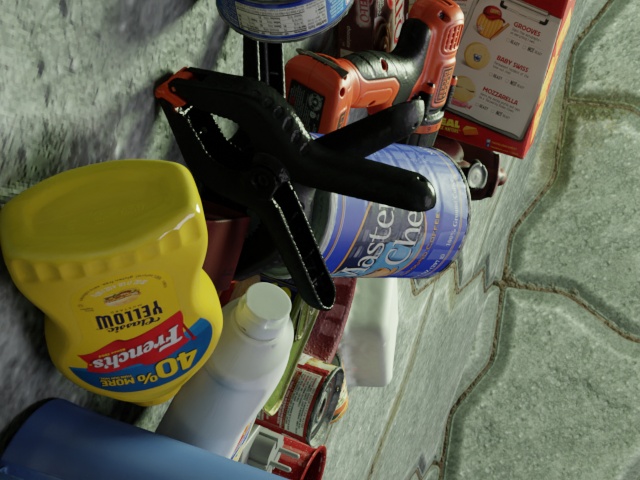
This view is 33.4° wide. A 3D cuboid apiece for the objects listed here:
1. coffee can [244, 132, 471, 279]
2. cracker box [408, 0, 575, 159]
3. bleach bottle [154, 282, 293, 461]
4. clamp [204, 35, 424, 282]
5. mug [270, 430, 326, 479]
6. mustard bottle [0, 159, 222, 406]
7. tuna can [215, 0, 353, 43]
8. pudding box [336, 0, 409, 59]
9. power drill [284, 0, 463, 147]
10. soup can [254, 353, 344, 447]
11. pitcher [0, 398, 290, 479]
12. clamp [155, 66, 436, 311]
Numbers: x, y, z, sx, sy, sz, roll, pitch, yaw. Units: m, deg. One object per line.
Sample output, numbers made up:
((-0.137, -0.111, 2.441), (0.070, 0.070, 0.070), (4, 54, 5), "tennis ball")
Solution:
((0.024, -0.023, 0.769), (0.140, 0.103, 0.103), (2, 109, -41), "coffee can")
((0.152, -0.206, 1.037), (0.072, 0.164, 0.214), (-47, 152, -59), "cracker box")
((-0.075, 0.122, 0.693), (0.102, 0.068, 0.251), (-56, 175, -48), "bleach bottle")
((-0.022, -0.048, 0.687), (0.036, 0.165, 0.210), (-6, 127, -44), "clamp")
((-0.052, 0.232, 1.000), (0.093, 0.081, 0.117), (-21, 128, -71), "mug")
((-0.103, 0.038, 0.576), (0.192, 0.096, 0.058), (88, -17, -55), "mustard bottle")
((-0.022, -0.159, 0.628), (0.034, 0.086, 0.086), (81, 31, -56), "tuna can")
((0.047, -0.194, 0.917), (0.113, 0.039, 0.090), (92, 22, -48), "pudding box")
((0.039, -0.101, 0.878), (0.187, 0.057, 0.184), (-27, 137, -46), "power drill")
((-0.040, 0.117, 0.863), (0.068, 0.102, 0.068), (19, 90, -75), "soup can")
((-0.063, 0.179, 0.585), (0.149, 0.243, 0.145), (-53, 154, -64), "pitcher")
((-0.017, -0.044, 0.625), (0.120, 0.171, 0.039), (-38, -168, 31), "clamp")
